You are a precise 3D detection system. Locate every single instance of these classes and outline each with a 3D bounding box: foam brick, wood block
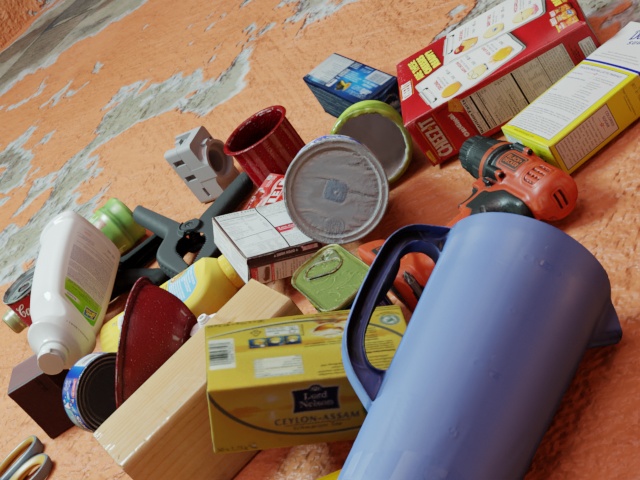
[{"bbox_3d":[-0.303,0.170,1.195,0.053,0.078,0.051,-31,27,8],"label":"foam brick"},{"bbox_3d":[-0.093,0.144,0.973,0.206,0.090,0.091,-45,27,-13],"label":"wood block"}]

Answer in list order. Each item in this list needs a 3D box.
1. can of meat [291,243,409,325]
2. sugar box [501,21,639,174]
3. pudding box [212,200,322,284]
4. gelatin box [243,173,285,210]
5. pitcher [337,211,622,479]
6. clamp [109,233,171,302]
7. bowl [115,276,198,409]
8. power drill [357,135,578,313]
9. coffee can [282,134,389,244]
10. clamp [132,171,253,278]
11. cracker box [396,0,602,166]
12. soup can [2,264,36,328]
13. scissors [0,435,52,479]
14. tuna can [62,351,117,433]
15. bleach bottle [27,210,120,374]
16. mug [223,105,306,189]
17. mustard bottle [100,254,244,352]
[{"bbox_3d":[0.030,0.060,0.961,0.057,0.084,0.102,-41,27,-7],"label":"can of meat"},{"bbox_3d":[0.269,-0.138,1.029,0.176,0.048,0.093,-36,27,-6],"label":"sugar box"},{"bbox_3d":[-0.057,0.001,1.154,0.090,0.039,0.114,-15,29,-18],"label":"pudding box"},{"bbox_3d":[-0.057,-0.037,1.262,0.089,0.030,0.073,-55,31,-14],"label":"gelatin box"},{"bbox_3d":[0.096,0.103,0.761,0.149,0.145,0.242,-2,47,44],"label":"pitcher"},{"bbox_3d":[-0.255,0.039,1.385,0.172,0.039,0.120,-18,26,21],"label":"clamp"},{"bbox_3d":[-0.156,0.117,1.061,0.055,0.162,0.162,3,37,5],"label":"bowl"},{"bbox_3d":[0.128,-0.023,1.004,0.187,0.057,0.185,-40,24,-3],"label":"power drill"},{"bbox_3d":[0.016,-0.055,1.090,0.103,0.103,0.140,-35,6,5],"label":"coffee can"},{"bbox_3d":[-0.148,-0.012,1.326,0.164,0.036,0.210,-22,34,-1],"label":"clamp"},{"bbox_3d":[0.194,-0.189,1.168,0.214,0.072,0.164,-29,28,18],"label":"cracker box"},{"bbox_3d":[-0.337,0.088,1.334,0.069,0.102,0.068,-28,28,17],"label":"soup can"},{"bbox_3d":[-0.356,0.292,1.136,0.096,0.016,0.201,-5,41,46],"label":"scissors"},{"bbox_3d":[-0.224,0.159,1.109,0.034,0.086,0.086,-5,41,48],"label":"tuna can"},{"bbox_3d":[-0.295,0.065,1.233,0.068,0.102,0.251,-41,22,18],"label":"bleach bottle"},{"bbox_3d":[-0.068,-0.108,1.342,0.117,0.081,0.093,0,45,49],"label":"mug"},{"bbox_3d":[-0.154,0.072,1.190,0.191,0.058,0.096,-35,21,5],"label":"mustard bottle"}]
